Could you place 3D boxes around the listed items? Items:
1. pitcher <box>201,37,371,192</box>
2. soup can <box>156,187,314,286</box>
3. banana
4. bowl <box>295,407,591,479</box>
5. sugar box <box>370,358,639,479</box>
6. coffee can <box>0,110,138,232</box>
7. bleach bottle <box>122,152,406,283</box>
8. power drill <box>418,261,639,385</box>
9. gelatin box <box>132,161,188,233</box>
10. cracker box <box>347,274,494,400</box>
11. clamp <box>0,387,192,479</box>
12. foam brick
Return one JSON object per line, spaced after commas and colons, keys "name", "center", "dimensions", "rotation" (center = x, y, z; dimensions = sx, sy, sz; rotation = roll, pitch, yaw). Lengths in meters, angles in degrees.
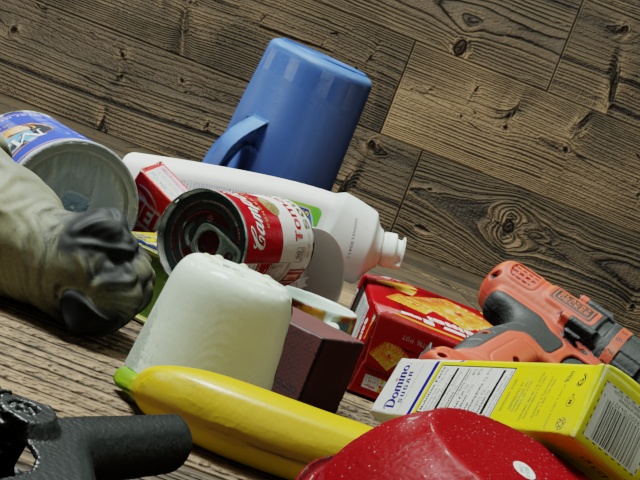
{"name": "pitcher", "center": [-0.051, -0.068, 1.032], "dimensions": [0.145, 0.243, 0.149], "rotation": [22, 11, -14]}
{"name": "soup can", "center": [-0.055, 0.001, 0.726], "dimensions": [0.069, 0.068, 0.102], "rotation": [23, 9, 24]}
{"name": "banana", "center": [-0.012, 0.098, 0.542], "dimensions": [0.197, 0.037, 0.069], "rotation": [21, 6, -4]}
{"name": "bowl", "center": [0.072, 0.116, 0.432], "dimensions": [0.162, 0.055, 0.162], "rotation": [26, 12, -6]}
{"name": "sugar box", "center": [0.108, 0.103, 0.546], "dimensions": [0.093, 0.048, 0.176], "rotation": [40, -23, -17]}
{"name": "coffee can", "center": [-0.216, -0.041, 0.840], "dimensions": [0.102, 0.103, 0.140], "rotation": [18, 5, -33]}
{"name": "bleach bottle", "center": [-0.053, -0.006, 0.925], "dimensions": [0.251, 0.102, 0.068], "rotation": [12, 8, -1]}
{"name": "power drill", "center": [0.157, 0.099, 0.722], "dimensions": [0.185, 0.057, 0.187], "rotation": [34, 33, 23]}
{"name": "gelatin box", "center": [-0.123, -0.007, 0.852], "dimensions": [0.089, 0.073, 0.030], "rotation": [45, 34, 8]}
{"name": "cracker box", "center": [0.104, 0.095, 0.881], "dimensions": [0.164, 0.072, 0.213], "rotation": [21, 5, -2]}
{"name": "clamp", "center": [-0.120, 0.069, 0.383], "dimensions": [0.120, 0.039, 0.171], "rotation": [20, 5, 7]}
{"name": "foam brick", "center": [-0.023, 0.073, 0.692], "dimensions": [0.078, 0.053, 0.051], "rotation": [25, 6, 32]}
